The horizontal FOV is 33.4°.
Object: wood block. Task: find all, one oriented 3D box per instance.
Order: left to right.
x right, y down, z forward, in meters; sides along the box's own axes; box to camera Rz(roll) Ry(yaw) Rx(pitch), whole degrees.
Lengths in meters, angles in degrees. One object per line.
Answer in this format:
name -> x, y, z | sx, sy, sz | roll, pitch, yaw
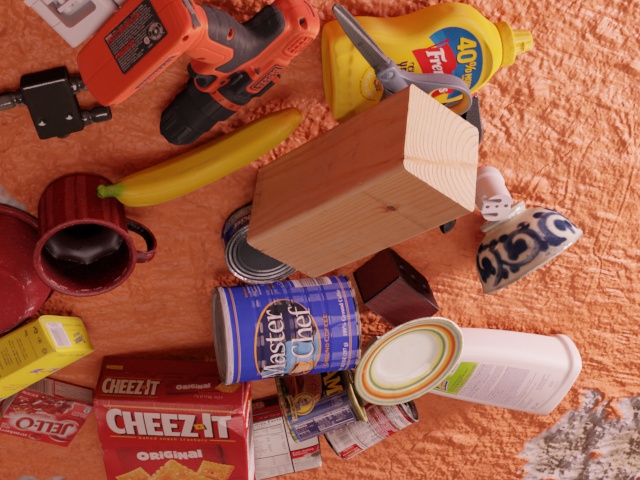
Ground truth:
wood block -> 0.035, -0.047, 0.975 | 0.090, 0.090, 0.207 | 29, 145, -33

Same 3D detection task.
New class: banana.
banana -> -0.107, -0.072, 0.989 | 0.197, 0.069, 0.037 | -24, 93, -3

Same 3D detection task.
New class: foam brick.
foam brick -> 0.083, 0.056, 1.157 | 0.051, 0.053, 0.078 | -38, 130, 17

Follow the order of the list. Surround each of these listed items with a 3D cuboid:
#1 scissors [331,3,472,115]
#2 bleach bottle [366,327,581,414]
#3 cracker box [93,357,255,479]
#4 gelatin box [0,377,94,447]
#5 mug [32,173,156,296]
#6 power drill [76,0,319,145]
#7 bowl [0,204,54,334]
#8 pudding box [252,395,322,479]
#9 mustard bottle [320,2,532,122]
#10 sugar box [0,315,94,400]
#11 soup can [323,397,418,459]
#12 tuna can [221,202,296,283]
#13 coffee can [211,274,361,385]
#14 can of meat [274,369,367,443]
scissors -> 0.076, -0.147, 0.913 | 0.096, 0.016, 0.201 | -16, 148, 5
bleach bottle -> 0.175, 0.141, 1.252 | 0.250, 0.068, 0.103 | 13, 122, -22
cracker box -> -0.159, 0.230, 1.201 | 0.164, 0.072, 0.214 | 2, 131, 1
gelatin box -> -0.302, 0.188, 1.173 | 0.089, 0.030, 0.073 | 21, 121, -30
mug -> -0.210, -0.007, 0.999 | 0.117, 0.081, 0.093 | 8, 127, -22
power drill -> -0.109, -0.143, 0.877 | 0.185, 0.057, 0.187 | -40, 165, 25
bowl -> -0.329, 0.042, 1.025 | 0.162, 0.055, 0.162 | -8, 132, -10
pudding box -> -0.047, 0.235, 1.282 | 0.090, 0.039, 0.113 | -11, 129, -3
mustard bottle -> 0.099, -0.167, 0.968 | 0.191, 0.058, 0.096 | -11, 133, -7
sugar box -> -0.328, 0.135, 1.083 | 0.176, 0.048, 0.093 | -31, 168, 9
soup can -> 0.057, 0.209, 1.270 | 0.102, 0.068, 0.068 | -32, 131, 12
tuna can -> -0.057, 0.001, 1.083 | 0.086, 0.034, 0.086 | -8, 131, -9
coffee can -> -0.038, 0.092, 1.120 | 0.140, 0.103, 0.103 | -5, 131, -12
can of meat -> -0.002, 0.169, 1.198 | 0.084, 0.102, 0.057 | -21, 130, 5
